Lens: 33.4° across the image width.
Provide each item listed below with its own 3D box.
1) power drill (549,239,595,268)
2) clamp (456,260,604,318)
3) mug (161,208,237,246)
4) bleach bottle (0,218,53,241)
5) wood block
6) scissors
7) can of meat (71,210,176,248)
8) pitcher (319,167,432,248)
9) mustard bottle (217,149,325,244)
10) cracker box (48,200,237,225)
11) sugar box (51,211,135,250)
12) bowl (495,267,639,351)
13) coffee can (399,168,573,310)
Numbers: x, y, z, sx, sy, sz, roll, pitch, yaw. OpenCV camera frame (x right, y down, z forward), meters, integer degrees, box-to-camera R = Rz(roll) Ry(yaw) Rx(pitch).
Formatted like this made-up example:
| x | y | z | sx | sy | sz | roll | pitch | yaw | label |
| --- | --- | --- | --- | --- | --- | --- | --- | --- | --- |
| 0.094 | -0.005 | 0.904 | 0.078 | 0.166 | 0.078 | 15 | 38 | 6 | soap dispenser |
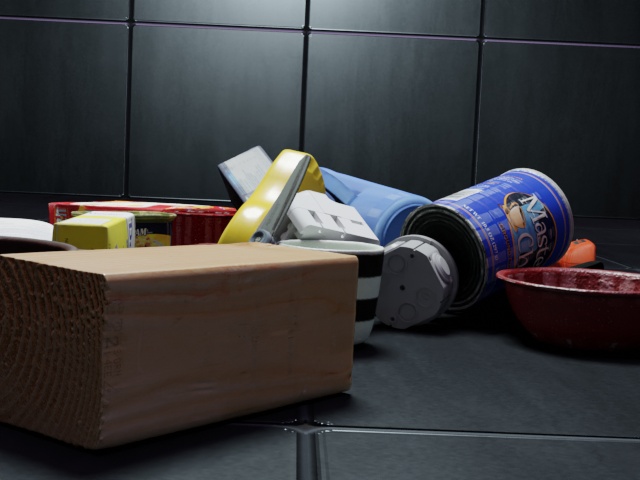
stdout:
| x | y | z | sx | sy | sz | roll | pitch | yaw | label |
| --- | --- | --- | --- | --- | --- | --- | --- | --- | --- |
| 0.244 | 0.024 | 1.330 | 0.188 | 0.057 | 0.184 | 3 | 5 | 9 | power drill |
| 0.219 | 0.051 | 1.075 | 0.210 | 0.036 | 0.164 | 0 | 13 | 0 | clamp |
| -0.130 | 0.007 | 1.195 | 0.093 | 0.081 | 0.117 | 3 | 5 | 3 | mug |
| -0.293 | 0.025 | 1.017 | 0.102 | 0.068 | 0.251 | 1 | 7 | -15 | bleach bottle |
| -0.076 | 0.052 | 0.618 | 0.091 | 0.090 | 0.205 | 6 | 5 | 37 | wood block |
| -0.064 | 0.013 | 0.830 | 0.096 | 0.016 | 0.201 | -16 | 40 | 27 | scissors |
| -0.195 | 0.014 | 1.056 | 0.101 | 0.084 | 0.058 | -2 | 6 | -43 | can of meat |
| 0.041 | -0.022 | 1.320 | 0.149 | 0.145 | 0.243 | 0 | 8 | -30 | pitcher |
| -0.057 | 0.001 | 1.041 | 0.058 | 0.096 | 0.191 | 15 | 45 | 18 | mustard bottle |
| -0.245 | -0.016 | 1.493 | 0.214 | 0.072 | 0.164 | 4 | 4 | 24 | cracker box |
| -0.178 | 0.027 | 0.855 | 0.048 | 0.093 | 0.176 | 3 | 5 | -1 | sugar box |
| 0.229 | 0.059 | 0.908 | 0.162 | 0.055 | 0.162 | 3 | 5 | 0 | bowl |
| 0.159 | -0.003 | 1.015 | 0.140 | 0.103 | 0.103 | -21 | 19 | -41 | coffee can |
